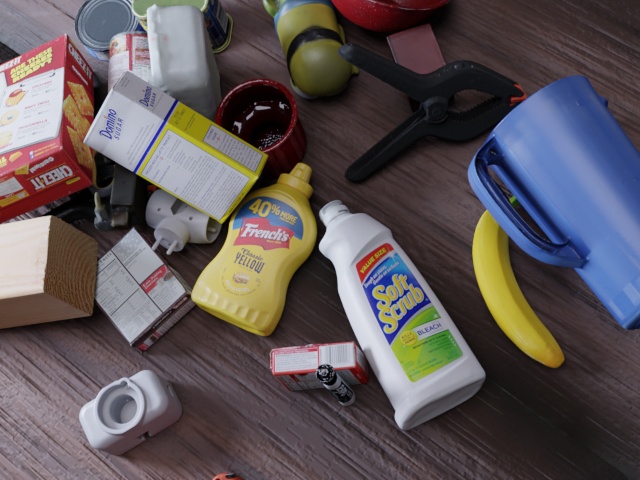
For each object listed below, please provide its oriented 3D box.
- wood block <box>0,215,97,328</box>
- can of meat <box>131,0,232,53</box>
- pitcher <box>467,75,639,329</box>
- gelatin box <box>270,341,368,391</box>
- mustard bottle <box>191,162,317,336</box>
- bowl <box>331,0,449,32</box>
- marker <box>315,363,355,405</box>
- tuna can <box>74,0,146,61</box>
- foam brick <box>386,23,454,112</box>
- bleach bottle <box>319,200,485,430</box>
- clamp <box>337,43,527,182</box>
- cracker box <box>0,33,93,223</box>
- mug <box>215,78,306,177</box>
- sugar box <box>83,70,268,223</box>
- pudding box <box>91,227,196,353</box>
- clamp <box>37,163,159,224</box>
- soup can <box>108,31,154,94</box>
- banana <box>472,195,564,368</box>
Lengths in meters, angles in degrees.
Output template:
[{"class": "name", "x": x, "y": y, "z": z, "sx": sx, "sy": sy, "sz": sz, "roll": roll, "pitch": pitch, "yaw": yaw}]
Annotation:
[{"class": "wood block", "x": -0.360, "y": 0.042, "z": 1.183, "sx": 0.206, "sy": 0.090, "sz": 0.090, "roll": -9, "pitch": 67, "yaw": 22}, {"class": "can of meat", "x": -0.165, "y": -0.268, "z": 1.274, "sx": 0.102, "sy": 0.084, "sz": 0.057, "roll": 2, "pitch": 71, "yaw": 13}, {"class": "pitcher", "x": 0.271, "y": -0.031, "z": 1.064, "sx": 0.149, "sy": 0.144, "sz": 0.243, "roll": -40, "pitch": 68, "yaw": 19}, {"class": "gelatin box", "x": 0.000, "y": 0.129, "z": 1.098, "sx": 0.089, "sy": 0.073, "sz": 0.030, "roll": -6, "pitch": 68, "yaw": 11}, {"class": "mustard bottle", "x": -0.058, "y": 0.001, "z": 1.166, "sx": 0.096, "sy": 0.058, "sz": 0.191, "roll": 22, "pitch": 76, "yaw": 17}, {"class": "bowl", "x": 0.068, "y": -0.285, "z": 1.218, "sx": 0.162, "sy": 0.055, "sz": 0.162, "roll": 11, "pitch": 40, "yaw": -9}, {"class": "marker", "x": 0.015, "y": 0.144, "z": 1.063, "sx": 0.020, "sy": 0.121, "sz": 0.020, "roll": -4, "pitch": 70, "yaw": 11}, {"class": "tuna can", "x": -0.258, "y": -0.265, "z": 1.322, "sx": 0.086, "sy": 0.033, "sz": 0.086, "roll": -4, "pitch": 70, "yaw": 11}, {"class": "foam brick", "x": 0.113, "y": -0.194, "z": 1.201, "sx": 0.051, "sy": 0.053, "sz": 0.078, "roll": -19, "pitch": 68, "yaw": 5}, {"class": "bleach bottle", "x": 0.064, "y": 0.065, "z": 1.107, "sx": 0.102, "sy": 0.068, "sz": 0.251, "roll": -23, "pitch": 64, "yaw": -19}, {"class": "clamp", "x": 0.117, "y": -0.138, "z": 1.160, "sx": 0.210, "sy": 0.165, "sz": 0.036, "roll": -2, "pitch": 36, "yaw": -8}, {"class": "cracker box", "x": -0.345, "y": -0.122, "z": 1.227, "sx": 0.164, "sy": 0.072, "sz": 0.214, "roll": -22, "pitch": 44, "yaw": 11}, {"class": "mug", "x": -0.070, "y": -0.113, "z": 1.197, "sx": 0.093, "sy": 0.081, "sz": 0.117, "roll": 39, "pitch": 83, "yaw": 22}, {"class": "sugar box", "x": -0.154, "y": -0.098, "z": 1.137, "sx": 0.176, "sy": 0.093, "sz": 0.048, "roll": 33, "pitch": 43, "yaw": -9}, {"class": "pudding box", "x": -0.204, "y": 0.055, "z": 1.191, "sx": 0.090, "sy": 0.039, "sz": 0.114, "roll": -43, "pitch": 64, "yaw": -1}, {"class": "clamp", "x": -0.272, "y": -0.046, "z": 1.243, "sx": 0.172, "sy": 0.039, "sz": 0.120, "roll": 7, "pitch": 74, "yaw": 15}, {"class": "soup can", "x": -0.217, "y": -0.187, "z": 1.266, "sx": 0.068, "sy": 0.068, "sz": 0.102, "roll": -6, "pitch": 70, "yaw": 11}, {"class": "banana", "x": 0.197, "y": 0.040, "z": 1.104, "sx": 0.070, "sy": 0.037, "sz": 0.198, "roll": -12, "pitch": 68, "yaw": 9}]
